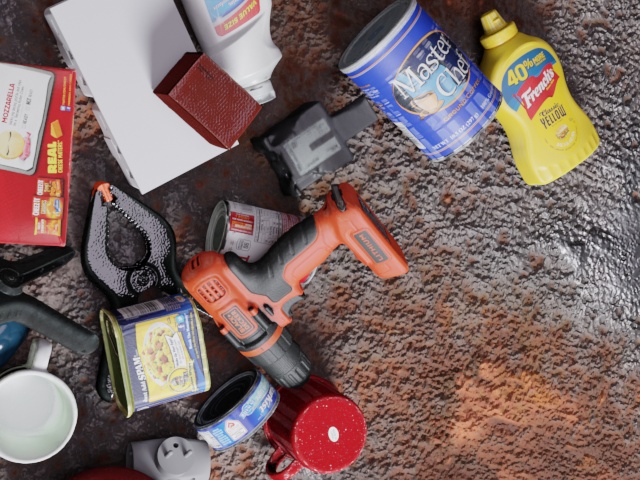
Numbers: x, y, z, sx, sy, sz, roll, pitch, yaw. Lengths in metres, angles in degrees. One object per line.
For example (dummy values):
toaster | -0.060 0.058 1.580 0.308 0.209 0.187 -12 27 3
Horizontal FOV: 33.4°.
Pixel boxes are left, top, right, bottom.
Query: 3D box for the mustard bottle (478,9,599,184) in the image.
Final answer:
mustard bottle | 0.225 -0.163 1.163 0.096 0.058 0.191 -34 104 -16

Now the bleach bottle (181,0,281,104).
bleach bottle | -0.090 -0.257 1.041 0.102 0.068 0.251 -23 103 -17

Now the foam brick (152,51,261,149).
foam brick | -0.103 -0.129 0.979 0.078 0.051 0.053 42 81 -23

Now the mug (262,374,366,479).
mug | -0.012 0.198 1.089 0.117 0.082 0.093 -45 107 -12

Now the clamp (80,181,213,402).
clamp | -0.182 0.045 1.041 0.164 0.036 0.210 -32 107 -16

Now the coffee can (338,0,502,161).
coffee can | 0.103 -0.165 1.094 0.140 0.103 0.102 43 79 -18

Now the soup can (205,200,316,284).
soup can | -0.057 0.001 1.067 0.102 0.069 0.068 12 90 -20

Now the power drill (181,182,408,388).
power drill | -0.012 0.046 1.028 0.188 0.057 0.184 -34 122 9

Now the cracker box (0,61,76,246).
cracker box | -0.334 -0.082 0.959 0.213 0.072 0.164 3 91 -19

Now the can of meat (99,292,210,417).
can of meat | -0.156 0.106 1.012 0.083 0.058 0.102 -14 106 -23

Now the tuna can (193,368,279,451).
tuna can | -0.084 0.167 1.059 0.086 0.086 0.033 -42 105 -13

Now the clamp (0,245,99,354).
clamp | -0.275 0.052 0.948 0.171 0.120 0.039 0 135 -45
